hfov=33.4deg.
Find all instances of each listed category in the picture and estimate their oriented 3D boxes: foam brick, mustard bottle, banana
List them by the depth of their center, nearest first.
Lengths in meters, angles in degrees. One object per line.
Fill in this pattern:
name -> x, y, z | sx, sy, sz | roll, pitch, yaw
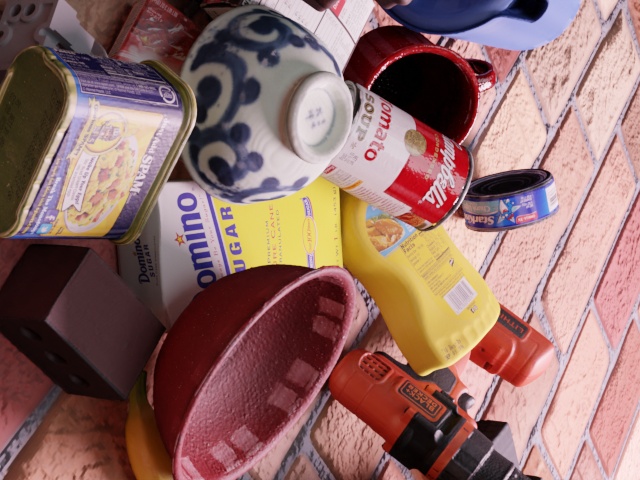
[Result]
foam brick -> -0.136, 0.046, 0.598 | 0.078, 0.053, 0.051 | 54, 51, -37
banana -> -0.069, 0.162, 0.698 | 0.197, 0.037, 0.069 | 50, 55, -40
mustard bottle -> 0.054, 0.000, 0.802 | 0.096, 0.058, 0.191 | -38, 96, -44

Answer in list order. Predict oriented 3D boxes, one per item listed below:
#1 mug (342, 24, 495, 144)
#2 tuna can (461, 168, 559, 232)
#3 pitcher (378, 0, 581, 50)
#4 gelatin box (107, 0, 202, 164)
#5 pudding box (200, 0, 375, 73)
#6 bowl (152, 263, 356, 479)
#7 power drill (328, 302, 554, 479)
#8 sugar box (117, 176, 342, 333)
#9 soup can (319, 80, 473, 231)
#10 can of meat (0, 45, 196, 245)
mug -> 0.073, -0.116, 0.801 | 0.117, 0.081, 0.093 | -17, 119, -6
tuna can -> 0.169, -0.037, 0.959 | 0.085, 0.086, 0.034 | -31, 113, -47
pitcher -> 0.128, -0.225, 0.856 | 0.242, 0.145, 0.149 | -8, 92, -66
gelatin box -> -0.088, -0.095, 0.653 | 0.089, 0.030, 0.073 | 34, 67, -27
pudding box -> -0.018, -0.154, 0.698 | 0.113, 0.039, 0.090 | 43, 66, -45
bowl -> -0.049, 0.071, 0.643 | 0.162, 0.055, 0.162 | -42, 152, -29
power drill -> 0.120, 0.122, 0.848 | 0.187, 0.184, 0.057 | -37, 161, -52
sugar box -> -0.054, 0.001, 0.707 | 0.175, 0.048, 0.093 | -12, 100, -52
soup can -> 0.045, -0.058, 0.735 | 0.102, 0.069, 0.068 | 27, 68, -25
can of meat -> -0.125, -0.048, 0.553 | 0.083, 0.057, 0.102 | 0, 126, -53
